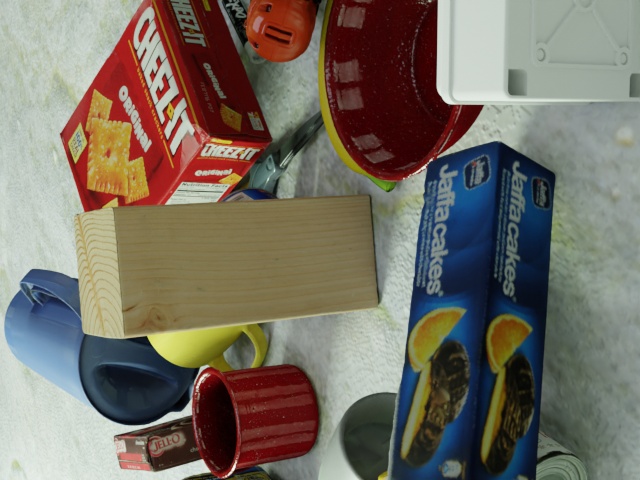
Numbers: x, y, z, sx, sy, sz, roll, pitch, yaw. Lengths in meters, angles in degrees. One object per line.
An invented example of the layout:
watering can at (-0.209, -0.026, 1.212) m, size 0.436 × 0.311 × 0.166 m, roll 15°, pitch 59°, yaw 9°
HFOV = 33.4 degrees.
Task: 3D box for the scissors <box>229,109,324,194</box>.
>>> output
scissors at (-0.040, -0.046, 0.927) m, size 0.202 × 0.016 × 0.096 m, roll -14°, pitch 79°, yaw 60°

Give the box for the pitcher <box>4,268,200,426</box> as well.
pitcher at (-0.242, 0.094, 1.101) m, size 0.243 × 0.144 × 0.149 m, roll 8°, pitch 100°, yaw 53°

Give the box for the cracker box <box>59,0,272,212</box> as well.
cracker box at (-0.146, -0.092, 0.946) m, size 0.214 × 0.071 × 0.164 m, roll -46°, pitch 57°, yaw 42°

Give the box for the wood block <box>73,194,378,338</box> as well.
wood block at (-0.068, 0.017, 0.799) m, size 0.090 × 0.205 × 0.091 m, roll -4°, pitch 90°, yaw 60°

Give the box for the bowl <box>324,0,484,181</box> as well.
bowl at (0.066, -0.120, 0.703) m, size 0.162 × 0.055 × 0.162 m, roll 11°, pitch 103°, yaw 58°

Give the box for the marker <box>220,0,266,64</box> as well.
marker at (-0.075, -0.207, 0.968) m, size 0.121 × 0.020 × 0.020 m, roll 64°, pitch 143°, yaw 33°

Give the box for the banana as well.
banana at (0.028, -0.136, 0.790) m, size 0.070 × 0.037 × 0.198 m, roll 3°, pitch 100°, yaw 33°

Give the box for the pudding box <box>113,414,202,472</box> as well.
pudding box at (-0.127, 0.187, 1.008) m, size 0.090 × 0.113 × 0.039 m, roll -15°, pitch 84°, yaw 59°

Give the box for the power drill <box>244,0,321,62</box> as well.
power drill at (-0.004, -0.234, 0.774) m, size 0.184 × 0.057 × 0.188 m, roll -92°, pitch 20°, yaw -64°

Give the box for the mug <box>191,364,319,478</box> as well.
mug at (-0.058, 0.159, 0.918) m, size 0.093 × 0.081 × 0.117 m, roll 54°, pitch 137°, yaw 42°
